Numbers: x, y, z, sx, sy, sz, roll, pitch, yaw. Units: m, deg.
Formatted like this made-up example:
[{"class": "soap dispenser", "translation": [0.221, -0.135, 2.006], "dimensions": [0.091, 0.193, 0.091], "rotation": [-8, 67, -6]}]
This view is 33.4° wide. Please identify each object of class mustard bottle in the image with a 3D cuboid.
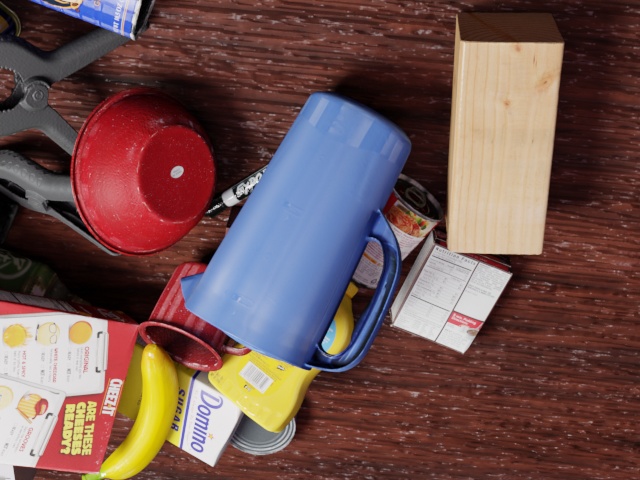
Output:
[{"class": "mustard bottle", "translation": [-0.022, 0.097, 1.103], "dimensions": [0.096, 0.058, 0.191], "rotation": [37, 87, 19]}]

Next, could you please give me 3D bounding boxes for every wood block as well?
[{"class": "wood block", "translation": [0.166, -0.098, 0.992], "dimensions": [0.090, 0.090, 0.206], "rotation": [2, 118, 4]}]

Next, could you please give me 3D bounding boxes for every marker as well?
[{"class": "marker", "translation": [-0.069, -0.056, 1.075], "dimensions": [0.121, 0.020, 0.020], "rotation": [-29, 112, 18]}]

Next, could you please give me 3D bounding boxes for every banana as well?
[{"class": "banana", "translation": [-0.185, 0.187, 1.120], "dimensions": [0.069, 0.037, 0.198], "rotation": [-1, 126, -47]}]

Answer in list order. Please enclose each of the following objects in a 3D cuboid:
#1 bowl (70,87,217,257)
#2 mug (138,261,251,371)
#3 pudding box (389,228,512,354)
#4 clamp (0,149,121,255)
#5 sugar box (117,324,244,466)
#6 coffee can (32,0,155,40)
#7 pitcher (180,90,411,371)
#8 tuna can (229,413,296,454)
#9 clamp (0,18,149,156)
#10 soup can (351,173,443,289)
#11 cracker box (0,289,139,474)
[{"class": "bowl", "translation": [-0.150, -0.063, 1.000], "dimensions": [0.055, 0.161, 0.162], "rotation": [7, 127, 45]}, {"class": "mug", "translation": [-0.114, 0.078, 1.082], "dimensions": [0.117, 0.081, 0.093], "rotation": [17, 152, 15]}, {"class": "pudding box", "translation": [0.134, 0.053, 1.106], "dimensions": [0.090, 0.039, 0.114], "rotation": [22, 116, -6]}, {"class": "clamp", "translation": [-0.267, -0.042, 1.068], "dimensions": [0.172, 0.039, 0.120], "rotation": [21, 147, 25]}, {"class": "sugar box", "translation": [-0.169, 0.163, 1.165], "dimensions": [0.176, 0.048, 0.093], "rotation": [29, 117, 7]}, {"class": "coffee can", "translation": [-0.213, -0.249, 0.938], "dimensions": [0.140, 0.102, 0.103], "rotation": [20, 118, -6]}, {"class": "pitcher", "translation": [-0.006, -0.006, 0.989], "dimensions": [0.149, 0.145, 0.243], "rotation": [29, 88, -28]}, {"class": "tuna can", "translation": [-0.069, 0.197, 1.202], "dimensions": [0.086, 0.033, 0.086], "rotation": [2, 118, 4]}, {"class": "clamp", "translation": [-0.256, -0.147, 0.974], "dimensions": [0.209, 0.036, 0.165], "rotation": [9, 108, -39]}, {"class": "soup can", "translation": [0.065, -0.008, 1.062], "dimensions": [0.068, 0.068, 0.102], "rotation": [34, 116, -13]}, {"class": "cracker box", "translation": [-0.308, 0.135, 1.059], "dimensions": [0.213, 0.072, 0.164], "rotation": [13, 96, -31]}]
